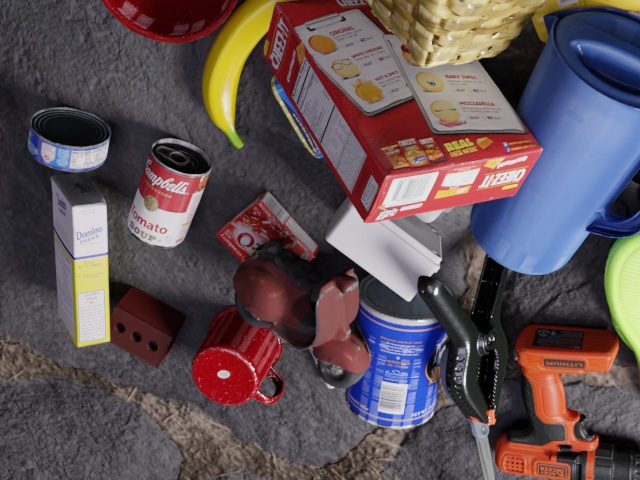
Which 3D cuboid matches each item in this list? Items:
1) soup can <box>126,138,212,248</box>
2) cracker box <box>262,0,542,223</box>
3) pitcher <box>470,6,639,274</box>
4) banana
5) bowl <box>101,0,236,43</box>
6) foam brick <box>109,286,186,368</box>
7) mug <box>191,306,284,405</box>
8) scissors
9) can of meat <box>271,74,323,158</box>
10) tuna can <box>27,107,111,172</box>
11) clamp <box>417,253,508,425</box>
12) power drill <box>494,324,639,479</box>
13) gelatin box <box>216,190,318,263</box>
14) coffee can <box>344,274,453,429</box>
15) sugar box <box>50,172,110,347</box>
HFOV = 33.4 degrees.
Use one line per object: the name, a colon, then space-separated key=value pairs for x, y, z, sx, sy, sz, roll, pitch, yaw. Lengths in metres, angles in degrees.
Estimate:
soup can: x=-0.165 y=-0.050 z=1.158 sx=0.068 sy=0.068 sz=0.102 roll=26 pitch=121 yaw=2
cracker box: x=0.067 y=-0.123 z=0.940 sx=0.214 sy=0.163 sz=0.072 roll=60 pitch=147 yaw=29
pitcher: x=0.232 y=-0.073 z=0.966 sx=0.145 sy=0.149 sz=0.243 roll=13 pitch=137 yaw=-7
banana: x=-0.075 y=-0.190 z=1.080 sx=0.069 sy=0.037 sz=0.198 roll=21 pitch=121 yaw=-9
bowl: x=-0.144 y=-0.278 z=1.041 sx=0.162 sy=0.055 sz=0.162 roll=7 pitch=118 yaw=13
foam brick: x=-0.208 y=0.101 z=1.257 sx=0.078 sy=0.051 sz=0.053 roll=29 pitch=120 yaw=1
mug: x=-0.090 y=0.143 z=1.227 sx=0.117 sy=0.081 sz=0.093 roll=45 pitch=119 yaw=-9
scissors: x=0.182 y=0.185 z=1.162 sx=0.016 sy=0.096 sz=0.201 roll=9 pitch=133 yaw=48
can of meat: x=0.011 y=-0.141 z=1.066 sx=0.084 sy=0.057 sz=0.102 roll=-22 pitch=108 yaw=27
tuna can: x=-0.270 y=-0.109 z=1.148 sx=0.086 sy=0.086 sz=0.034 roll=20 pitch=122 yaw=5
clamp: x=0.163 y=0.089 z=1.088 sx=0.036 sy=0.164 sz=0.210 roll=11 pitch=125 yaw=38
power drill: x=0.280 y=0.186 z=1.153 sx=0.185 sy=0.057 sz=0.188 roll=3 pitch=117 yaw=16
gelatin box: x=-0.058 y=0.002 z=1.174 sx=0.073 sy=0.030 sz=0.089 roll=-37 pitch=102 yaw=29
coffee can: x=0.083 y=0.116 z=1.150 sx=0.103 sy=0.102 sz=0.140 roll=11 pitch=119 yaw=10
sugar box: x=-0.270 y=0.021 z=1.208 sx=0.048 sy=0.093 sz=0.176 roll=-7 pitch=119 yaw=-27
